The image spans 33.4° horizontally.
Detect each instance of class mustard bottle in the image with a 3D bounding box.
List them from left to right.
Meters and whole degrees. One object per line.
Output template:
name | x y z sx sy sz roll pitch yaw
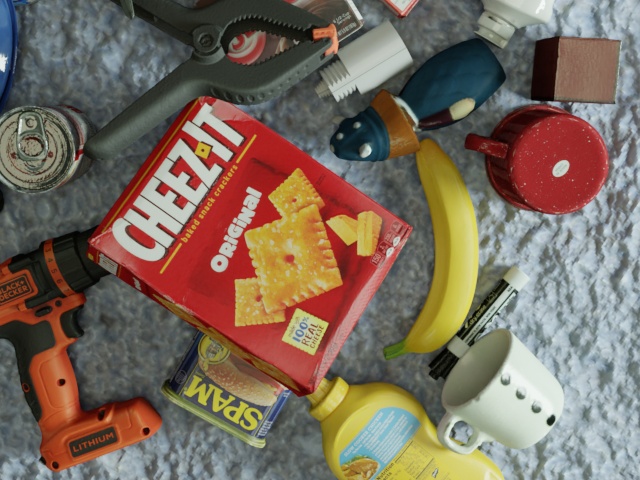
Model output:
mustard bottle | 0.059 0.181 0.927 0.191 0.058 0.096 40 97 -6

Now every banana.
banana | 0.102 0.014 0.914 0.069 0.037 0.198 8 98 -3

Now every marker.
marker | 0.136 0.073 0.928 0.020 0.020 0.121 39 93 -5

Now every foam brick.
foam brick | 0.208 -0.138 0.872 0.053 0.078 0.051 2 98 -3

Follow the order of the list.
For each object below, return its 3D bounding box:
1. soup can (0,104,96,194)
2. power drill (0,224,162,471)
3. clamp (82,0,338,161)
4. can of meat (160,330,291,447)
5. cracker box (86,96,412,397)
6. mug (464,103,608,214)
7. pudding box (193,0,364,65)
soup can | -0.222 -0.076 0.867 0.068 0.102 0.068 0 98 0
power drill | -0.206 0.089 0.916 0.184 0.057 0.187 -22 95 7
clamp | -0.093 -0.157 0.841 0.210 0.036 0.164 -12 74 2
can of meat | -0.072 0.115 0.919 0.102 0.057 0.084 30 94 -5
cracker box | -0.056 0.001 0.867 0.213 0.072 0.164 34 74 -5
mug | 0.176 -0.069 0.879 0.117 0.081 0.093 17 98 -3
pudding box | -0.033 -0.185 0.877 0.113 0.039 0.090 -31 98 12
